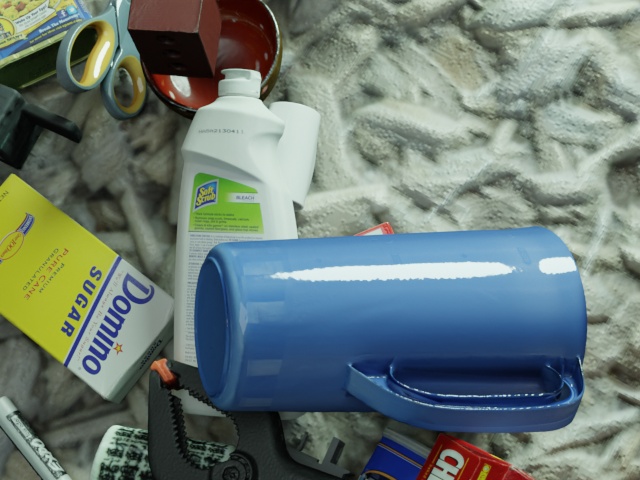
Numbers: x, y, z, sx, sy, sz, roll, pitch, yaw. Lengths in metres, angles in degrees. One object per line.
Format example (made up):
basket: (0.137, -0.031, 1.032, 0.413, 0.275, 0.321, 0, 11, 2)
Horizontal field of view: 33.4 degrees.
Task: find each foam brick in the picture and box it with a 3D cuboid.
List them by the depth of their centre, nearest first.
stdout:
foam brick: (-0.106, -0.160, 0.788, 0.053, 0.078, 0.051, 6, 75, 6)

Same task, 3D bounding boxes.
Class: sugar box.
sugar box: (-0.199, 0.037, 0.830, 0.176, 0.048, 0.093, 35, 82, 13)

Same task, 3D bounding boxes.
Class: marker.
marker: (-0.210, 0.169, 0.811, 0.020, 0.020, 0.121, -41, 76, -6)

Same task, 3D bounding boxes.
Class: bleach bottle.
bleach bottle: (-0.055, 0.001, 0.786, 0.102, 0.068, 0.251, 2, 90, 9)

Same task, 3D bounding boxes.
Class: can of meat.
can of meat: (-0.242, -0.180, 0.877, 0.102, 0.057, 0.084, -29, 77, -13)

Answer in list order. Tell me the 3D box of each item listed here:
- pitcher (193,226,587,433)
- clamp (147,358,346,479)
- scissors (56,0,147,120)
pitcher: (0.047, 0.060, 0.705, 0.242, 0.149, 0.145, 0, 77, -19)
clamp: (-0.059, 0.168, 0.703, 0.164, 0.036, 0.210, -42, 65, -9)
scissors: (-0.155, -0.181, 0.888, 0.016, 0.096, 0.201, -8, 42, 35)
